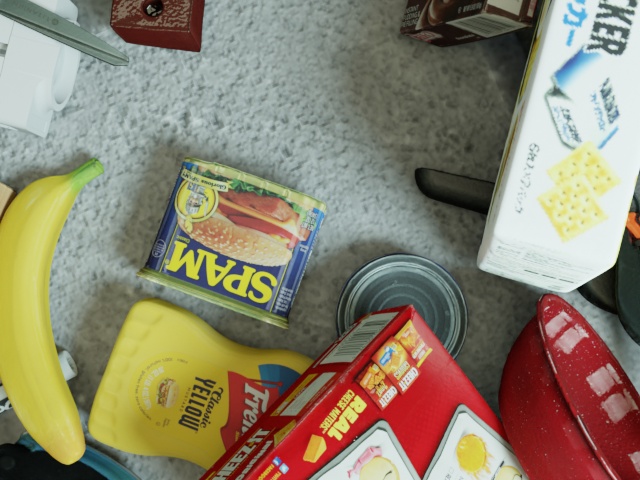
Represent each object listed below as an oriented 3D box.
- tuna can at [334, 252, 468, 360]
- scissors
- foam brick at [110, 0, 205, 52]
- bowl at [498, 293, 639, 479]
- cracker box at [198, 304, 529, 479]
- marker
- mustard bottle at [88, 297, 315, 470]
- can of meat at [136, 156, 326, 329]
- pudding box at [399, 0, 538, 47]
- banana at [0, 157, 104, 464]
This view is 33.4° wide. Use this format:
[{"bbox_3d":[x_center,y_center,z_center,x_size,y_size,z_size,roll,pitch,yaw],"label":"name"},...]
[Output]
[{"bbox_3d":[0.052,0.050,0.689,0.086,0.034,0.086,0,88,1],"label":"tuna can"},{"bbox_3d":[-0.224,-0.142,0.651,0.202,0.016,0.096,41,78,-2],"label":"scissors"},{"bbox_3d":[-0.102,-0.167,0.690,0.053,0.051,0.078,6,89,2],"label":"foam brick"},{"bbox_3d":[0.154,0.114,0.636,0.055,0.162,0.162,-33,88,22],"label":"bowl"},{"bbox_3d":[0.048,0.171,0.617,0.164,0.072,0.213,-44,103,-29],"label":"cracker box"},{"bbox_3d":[-0.217,0.107,0.701,0.121,0.020,0.020,-27,88,1],"label":"marker"},{"bbox_3d":[-0.043,0.112,0.678,0.191,0.058,0.096,21,90,1],"label":"mustard bottle"},{"bbox_3d":[-0.054,0.001,0.683,0.102,0.057,0.084,20,86,1],"label":"can of meat"},{"bbox_3d":[0.097,-0.170,0.656,0.039,0.114,0.090,15,89,-24],"label":"pudding box"},{"bbox_3d":[-0.179,0.042,0.679,0.070,0.037,0.198,-5,76,21],"label":"banana"}]
